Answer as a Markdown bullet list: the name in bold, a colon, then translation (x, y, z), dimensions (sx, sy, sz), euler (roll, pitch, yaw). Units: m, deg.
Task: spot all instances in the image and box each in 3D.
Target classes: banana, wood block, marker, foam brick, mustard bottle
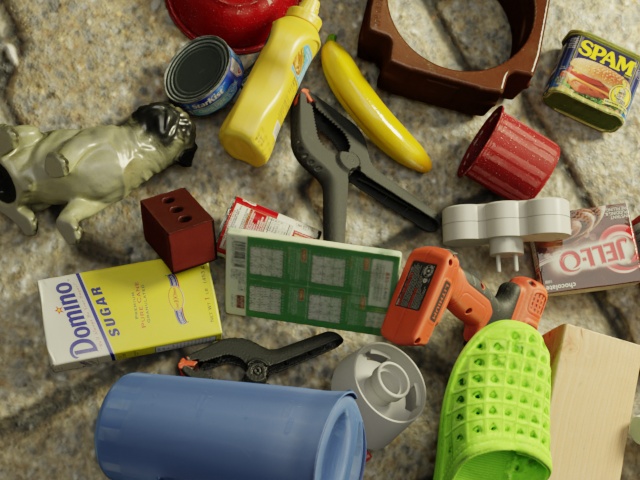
- **banana**: translation (0.055, -0.154, 1.194), dimensions (0.069, 0.037, 0.198), euler (-26, 80, -50)
- **wood block**: translation (0.260, 0.203, 1.112), dimensions (0.091, 0.090, 0.206), euler (17, 73, -4)
- **marker**: translation (-0.063, -0.201, 1.210), dimensions (0.020, 0.020, 0.121), euler (43, 73, 4)
- **foam brick**: translation (-0.146, -0.011, 1.096), dimensions (0.052, 0.051, 0.078), euler (-20, 37, -23)
- **mustard bottle**: translation (-0.046, -0.180, 1.158), dimensions (0.058, 0.096, 0.191), euler (23, 78, 8)

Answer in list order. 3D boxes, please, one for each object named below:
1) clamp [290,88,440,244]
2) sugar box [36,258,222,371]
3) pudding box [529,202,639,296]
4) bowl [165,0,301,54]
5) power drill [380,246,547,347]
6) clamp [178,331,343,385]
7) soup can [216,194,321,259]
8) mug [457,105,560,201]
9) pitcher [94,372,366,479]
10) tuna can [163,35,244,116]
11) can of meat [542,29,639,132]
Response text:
- **clamp**: translation (0.035, -0.076, 1.170), dimensions (0.164, 0.036, 0.210), euler (-9, 64, -38)
- **sugar box**: translation (-0.197, 0.073, 1.102), dimensions (0.176, 0.048, 0.093), euler (-10, 75, -13)
- **pudding box**: translation (0.292, 0.012, 1.185), dimensions (0.113, 0.039, 0.090), euler (-9, 76, 4)
- **bowl**: translation (-0.097, -0.296, 1.213), dimensions (0.162, 0.055, 0.162), euler (2, 75, -8)
- **power drill**: translation (0.147, 0.101, 1.098), dimensions (0.187, 0.057, 0.184), euler (30, 76, -39)
- **clamp**: translation (-0.057, 0.133, 1.104), dimensions (0.171, 0.039, 0.120), euler (16, 54, 5)
- **soup can**: translation (-0.057, 0.001, 1.131), dimensions (0.102, 0.068, 0.068), euler (22, 73, -3)
- **mug**: translation (0.214, -0.097, 1.195), dimensions (0.081, 0.093, 0.117), euler (30, 36, -5)
- **pitcher**: translation (-0.089, 0.199, 0.998), dimensions (0.243, 0.149, 0.145), euler (5, 89, 22)
- **tuna can**: translation (-0.127, -0.179, 1.165), dimensions (0.086, 0.033, 0.086), euler (-14, 59, 24)
- **can of meat**: translation (0.318, -0.185, 1.244), dimensions (0.102, 0.057, 0.084), euler (24, 76, -1)
